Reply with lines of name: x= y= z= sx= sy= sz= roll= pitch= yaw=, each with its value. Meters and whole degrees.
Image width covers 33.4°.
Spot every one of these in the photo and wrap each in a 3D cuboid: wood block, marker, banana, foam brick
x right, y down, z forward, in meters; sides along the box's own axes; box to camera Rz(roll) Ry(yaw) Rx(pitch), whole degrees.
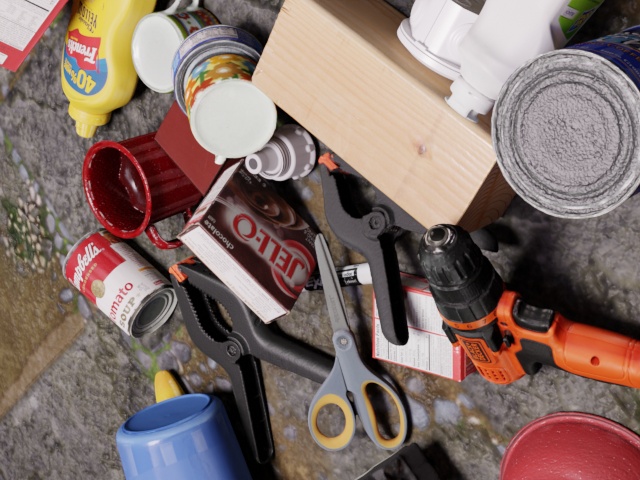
wood block: x=0.059 y=-0.102 z=0.809 sx=0.206 sy=0.090 sz=0.091 roll=42 pitch=125 yaw=20
marker: x=0.003 y=0.035 z=0.946 sx=0.121 sy=0.020 sz=0.020 roll=-10 pitch=99 yaw=40
banana: x=-0.152 y=0.235 z=1.127 sx=0.070 sy=0.037 sz=0.198 roll=20 pitch=116 yaw=32
foam brick: x=-0.102 y=-0.088 z=0.966 sx=0.078 sy=0.052 sz=0.051 roll=49 pitch=129 yaw=16

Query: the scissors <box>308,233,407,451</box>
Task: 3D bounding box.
scissors: x=0.007 y=0.101 z=0.932 sx=0.096 sy=0.016 sz=0.202 roll=-27 pitch=99 yaw=12

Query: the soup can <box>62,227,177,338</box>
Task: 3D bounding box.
soup can: x=-0.202 y=0.044 z=1.081 sx=0.102 sy=0.068 sz=0.069 roll=38 pitch=125 yaw=22

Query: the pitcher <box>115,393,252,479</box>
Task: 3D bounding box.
pitcher: x=-0.108 y=0.279 z=1.032 sx=0.149 sy=0.144 sz=0.243 roll=-13 pitch=101 yaw=22

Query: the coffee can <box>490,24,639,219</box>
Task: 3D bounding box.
coffee can: x=0.187 y=-0.080 z=0.681 sx=0.103 sy=0.140 sz=0.103 roll=14 pitch=113 yaw=35

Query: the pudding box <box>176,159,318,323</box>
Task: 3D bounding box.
pudding box: x=-0.056 y=0.001 z=0.911 sx=0.113 sy=0.090 sz=0.039 roll=44 pitch=134 yaw=-15

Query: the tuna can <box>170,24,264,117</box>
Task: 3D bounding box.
tuna can: x=-0.084 y=-0.138 z=0.913 sx=0.034 sy=0.086 sz=0.086 roll=-106 pitch=29 yaw=-56

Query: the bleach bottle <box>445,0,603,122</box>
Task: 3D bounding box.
bleach bottle: x=0.159 y=-0.181 z=0.664 sx=0.068 sy=0.102 sz=0.251 roll=47 pitch=115 yaw=23

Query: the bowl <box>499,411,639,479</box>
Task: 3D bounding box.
bowl: x=0.200 y=0.218 z=0.830 sx=0.162 sy=0.055 sz=0.162 roll=14 pitch=113 yaw=34

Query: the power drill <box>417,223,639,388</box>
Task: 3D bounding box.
power drill: x=0.170 y=0.056 z=0.746 sx=0.188 sy=0.057 sz=0.184 roll=11 pitch=153 yaw=34

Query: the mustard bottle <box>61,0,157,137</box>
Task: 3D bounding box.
mustard bottle: x=-0.206 y=-0.184 z=1.012 sx=0.096 sy=0.058 sz=0.192 roll=41 pitch=127 yaw=32

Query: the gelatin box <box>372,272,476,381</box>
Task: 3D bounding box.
gelatin box: x=0.086 y=0.070 z=0.886 sx=0.089 sy=0.030 sz=0.073 roll=12 pitch=114 yaw=36

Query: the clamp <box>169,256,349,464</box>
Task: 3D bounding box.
clamp: x=-0.075 y=0.108 z=1.022 sx=0.210 sy=0.036 sz=0.165 roll=46 pitch=127 yaw=13

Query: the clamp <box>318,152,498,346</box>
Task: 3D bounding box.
clamp: x=0.063 y=-0.015 z=0.859 sx=0.120 sy=0.039 sz=0.171 roll=-37 pitch=69 yaw=17

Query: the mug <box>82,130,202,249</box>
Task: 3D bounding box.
mug: x=-0.157 y=-0.047 z=1.002 sx=0.093 sy=0.081 sz=0.117 roll=-32 pitch=85 yaw=44
